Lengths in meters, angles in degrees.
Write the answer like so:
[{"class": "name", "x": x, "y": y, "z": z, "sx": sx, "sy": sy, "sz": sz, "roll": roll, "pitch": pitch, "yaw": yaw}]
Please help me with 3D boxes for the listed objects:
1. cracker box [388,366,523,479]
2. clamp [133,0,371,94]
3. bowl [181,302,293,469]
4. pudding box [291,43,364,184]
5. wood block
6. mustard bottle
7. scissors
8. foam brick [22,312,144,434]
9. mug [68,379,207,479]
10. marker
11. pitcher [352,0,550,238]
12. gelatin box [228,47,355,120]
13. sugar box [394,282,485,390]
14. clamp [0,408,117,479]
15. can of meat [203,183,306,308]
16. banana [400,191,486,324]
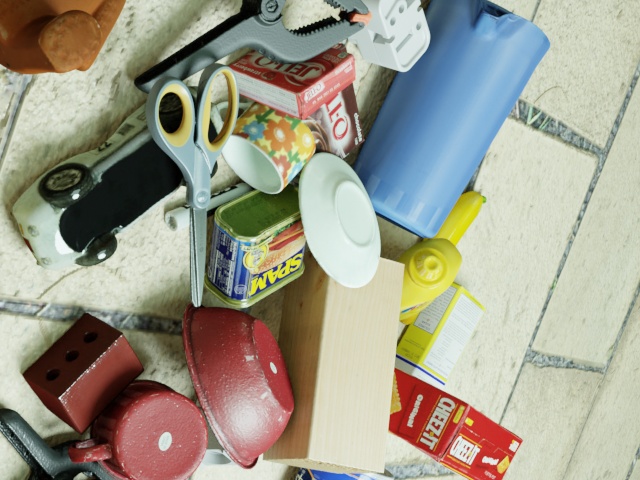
[{"class": "cracker box", "x": 0.089, "y": 0.182, "z": 1.154, "sx": 0.164, "sy": 0.214, "sz": 0.072, "roll": 37, "pitch": 80, "yaw": -53}, {"class": "clamp", "x": -0.051, "y": -0.205, "z": 0.876, "sx": 0.209, "sy": 0.036, "sz": 0.165, "roll": -7, "pitch": 113, "yaw": -29}, {"class": "bowl", "x": -0.067, "y": 0.124, "z": 0.978, "sx": 0.055, "sy": 0.162, "sz": 0.162, "roll": -21, "pitch": 139, "yaw": 10}, {"class": "pudding box", "x": -0.006, "y": -0.121, "z": 1.016, "sx": 0.089, "sy": 0.039, "sz": 0.113, "roll": -41, "pitch": 138, "yaw": -31}, {"class": "wood block", "x": 0.013, "y": 0.119, "z": 1.050, "sx": 0.090, "sy": 0.090, "sz": 0.206, "roll": 16, "pitch": 71, "yaw": -28}, {"class": "mustard bottle", "x": 0.106, "y": 0.040, "z": 1.146, "sx": 0.096, "sy": 0.058, "sz": 0.191, "roll": -36, "pitch": 173, "yaw": -8}, {"class": "scissors", "x": -0.111, "y": -0.045, "z": 0.854, "sx": 0.096, "sy": 0.016, "sz": 0.202, "roll": 7, "pitch": 99, "yaw": -48}, {"class": "foam brick", "x": -0.199, "y": 0.111, "z": 0.896, "sx": 0.078, "sy": 0.053, "sz": 0.051, "roll": -47, "pitch": 140, "yaw": -25}, {"class": "mug", "x": -0.156, "y": 0.168, "z": 0.909, "sx": 0.117, "sy": 0.082, "sz": 0.093, "roll": -8, "pitch": 88, "yaw": -22}, {"class": "marker", "x": -0.090, "y": -0.036, "z": 0.976, "sx": 0.120, "sy": 0.020, "sz": 0.020, "roll": -26, "pitch": 128, "yaw": -41}, {"class": "pitcher", "x": 0.126, "y": -0.129, "z": 1.116, "sx": 0.149, "sy": 0.145, "sz": 0.243, "roll": 28, "pitch": 90, "yaw": -41}, {"class": "gelatin box", "x": -0.025, "y": -0.147, "z": 0.937, "sx": 0.073, "sy": 0.089, "sz": 0.030, "roll": -39, "pitch": 138, "yaw": -31}, {"class": "sugar box", "x": 0.135, "y": 0.139, "z": 1.331, "sx": 0.176, "sy": 0.048, "sz": 0.093, "roll": -58, "pitch": 143, "yaw": -4}, {"class": "clamp", "x": -0.240, "y": 0.217, "z": 0.913, "sx": 0.171, "sy": 0.039, "sz": 0.120, "roll": 37, "pitch": 77, "yaw": -52}, {"class": "can of meat", "x": -0.056, "y": 0.001, "z": 0.991, "sx": 0.101, "sy": 0.057, "sz": 0.084, "roll": -30, "pitch": 144, "yaw": -38}, {"class": "banana", "x": 0.147, "y": 0.010, "z": 1.280, "sx": 0.197, "sy": 0.037, "sz": 0.069, "roll": -54, "pitch": 142, "yaw": -16}]
